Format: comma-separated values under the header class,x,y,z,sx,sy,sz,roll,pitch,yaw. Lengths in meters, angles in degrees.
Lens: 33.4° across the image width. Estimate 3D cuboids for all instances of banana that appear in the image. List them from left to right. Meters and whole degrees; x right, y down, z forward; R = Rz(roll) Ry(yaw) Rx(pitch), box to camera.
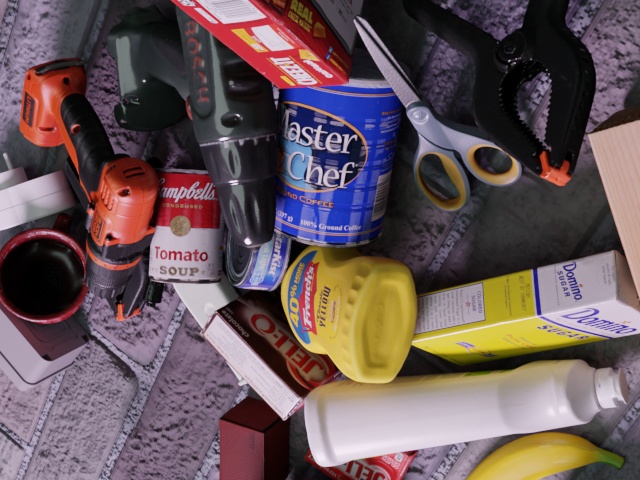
class,x,y,z,sx,sy,sz,roll,pitch,yaw
banana,0.163,0.215,0.918,0.198,0.037,0.069,-42,83,33

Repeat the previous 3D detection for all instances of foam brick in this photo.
class,x,y,z,sx,sy,sz,roll,pitch,yaw
foam brick,-0.064,0.202,1.038,0.053,0.051,0.078,13,113,25

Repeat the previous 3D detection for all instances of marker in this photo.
class,x,y,z,sx,sy,sz,roll,pitch,yaw
marker,-0.150,0.006,1.023,0.020,0.020,0.121,19,100,24

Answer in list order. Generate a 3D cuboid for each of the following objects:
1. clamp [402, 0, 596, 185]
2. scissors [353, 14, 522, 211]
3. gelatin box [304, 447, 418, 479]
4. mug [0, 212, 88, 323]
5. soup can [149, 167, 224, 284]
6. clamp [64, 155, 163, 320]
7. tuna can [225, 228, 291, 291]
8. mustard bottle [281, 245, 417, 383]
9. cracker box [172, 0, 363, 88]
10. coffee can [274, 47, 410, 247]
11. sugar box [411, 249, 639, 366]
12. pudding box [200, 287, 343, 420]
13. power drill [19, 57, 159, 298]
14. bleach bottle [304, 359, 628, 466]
class,x,y,z,sx,sy,sz,roll,pitch,yaw
clamp,0.137,-0.135,0.774,0.165,0.036,0.210,-19,68,38
scissors,0.096,-0.096,0.809,0.096,0.016,0.201,-6,136,16
gelatin box,0.038,0.196,0.989,0.089,0.030,0.073,33,120,17
mug,-0.274,0.028,1.074,0.093,0.081,0.117,15,77,-8
soup can,-0.121,-0.014,0.973,0.069,0.068,0.102,5,93,29
clamp,-0.189,-0.007,1.048,0.120,0.039,0.171,-4,104,40
tuna can,-0.056,0.001,0.946,0.086,0.033,0.086,-174,90,-68
mustard bottle,0.012,0.050,0.895,0.192,0.058,0.096,-159,74,-66
cracker box,-0.028,-0.237,0.751,0.072,0.164,0.213,1,74,31
coffee can,0.011,-0.079,0.869,0.103,0.102,0.140,19,115,24
sugar box,0.165,0.057,0.829,0.177,0.093,0.048,-13,66,35
pudding box,-0.039,0.097,0.965,0.113,0.089,0.039,42,123,12
power drill,-0.213,-0.058,0.977,0.188,0.057,0.185,57,144,21
bleach bottle,0.120,0.135,0.870,0.251,0.102,0.068,-11,87,26
